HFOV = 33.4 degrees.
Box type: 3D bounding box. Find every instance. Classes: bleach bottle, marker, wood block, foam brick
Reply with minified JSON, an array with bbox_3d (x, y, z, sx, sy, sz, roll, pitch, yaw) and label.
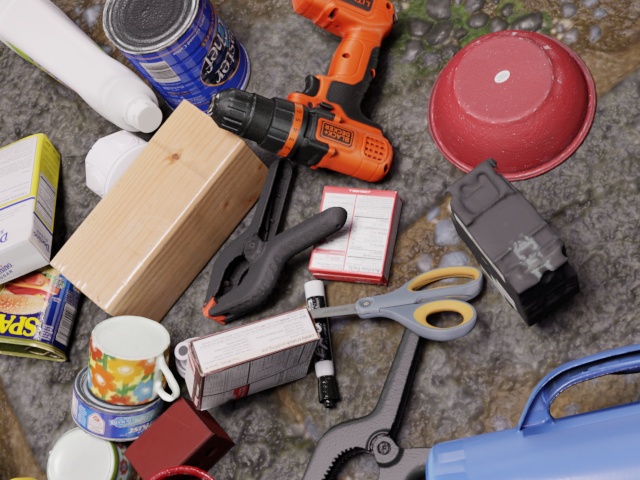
[{"bbox_3d":[-0.246,-0.180,1.106,0.068,0.102,0.251,-52,50,0],"label":"bleach bottle"},{"bbox_3d":[0.001,0.096,0.992,0.020,0.020,0.121,-13,66,13],"label":"marker"},{"bbox_3d":[-0.153,-0.021,1.048,0.091,0.090,0.206,36,84,27],"label":"wood block"},{"bbox_3d":[-0.130,0.191,0.980,0.078,0.053,0.051,-44,63,-1],"label":"foam brick"}]

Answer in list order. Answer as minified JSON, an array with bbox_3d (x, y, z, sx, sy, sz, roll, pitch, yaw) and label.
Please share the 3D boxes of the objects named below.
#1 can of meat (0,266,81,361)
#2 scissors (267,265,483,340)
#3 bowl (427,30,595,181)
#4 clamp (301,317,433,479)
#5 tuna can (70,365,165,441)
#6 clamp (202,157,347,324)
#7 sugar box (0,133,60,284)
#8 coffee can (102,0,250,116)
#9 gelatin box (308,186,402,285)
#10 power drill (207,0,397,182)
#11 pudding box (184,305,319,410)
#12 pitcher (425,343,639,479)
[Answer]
[{"bbox_3d":[-0.297,0.072,1.079,0.102,0.057,0.084,4,69,20],"label":"can of meat"},{"bbox_3d":[0.053,0.070,0.956,0.201,0.016,0.096,-17,36,0],"label":"scissors"},{"bbox_3d":[0.175,-0.139,1.005,0.162,0.055,0.162,-6,68,16],"label":"bowl"},{"bbox_3d":[0.068,0.187,0.925,0.210,0.036,0.165,-43,63,-5],"label":"clamp"},{"bbox_3d":[-0.189,0.147,0.998,0.086,0.086,0.034,25,121,25],"label":"tuna can"},{"bbox_3d":[-0.057,0.001,1.028,0.171,0.039,0.120,-45,40,10],"label":"clamp"},{"bbox_3d":[-0.321,-0.031,1.099,0.093,0.048,0.176,-21,44,11],"label":"sugar box"},{"bbox_3d":[-0.143,-0.200,1.084,0.103,0.140,0.103,-6,68,16],"label":"coffee can"},{"bbox_3d":[0.034,-0.004,1.014,0.073,0.030,0.089,5,72,18],"label":"gelatin box"},{"bbox_3d":[-0.007,-0.162,1.029,0.184,0.057,0.187,18,70,-20],"label":"power drill"},{"bbox_3d":[-0.062,0.105,0.949,0.113,0.090,0.039,-17,65,-18],"label":"pudding box"},{"bbox_3d":[0.206,0.182,0.818,0.243,0.145,0.149,-11,48,11],"label":"pitcher"}]
